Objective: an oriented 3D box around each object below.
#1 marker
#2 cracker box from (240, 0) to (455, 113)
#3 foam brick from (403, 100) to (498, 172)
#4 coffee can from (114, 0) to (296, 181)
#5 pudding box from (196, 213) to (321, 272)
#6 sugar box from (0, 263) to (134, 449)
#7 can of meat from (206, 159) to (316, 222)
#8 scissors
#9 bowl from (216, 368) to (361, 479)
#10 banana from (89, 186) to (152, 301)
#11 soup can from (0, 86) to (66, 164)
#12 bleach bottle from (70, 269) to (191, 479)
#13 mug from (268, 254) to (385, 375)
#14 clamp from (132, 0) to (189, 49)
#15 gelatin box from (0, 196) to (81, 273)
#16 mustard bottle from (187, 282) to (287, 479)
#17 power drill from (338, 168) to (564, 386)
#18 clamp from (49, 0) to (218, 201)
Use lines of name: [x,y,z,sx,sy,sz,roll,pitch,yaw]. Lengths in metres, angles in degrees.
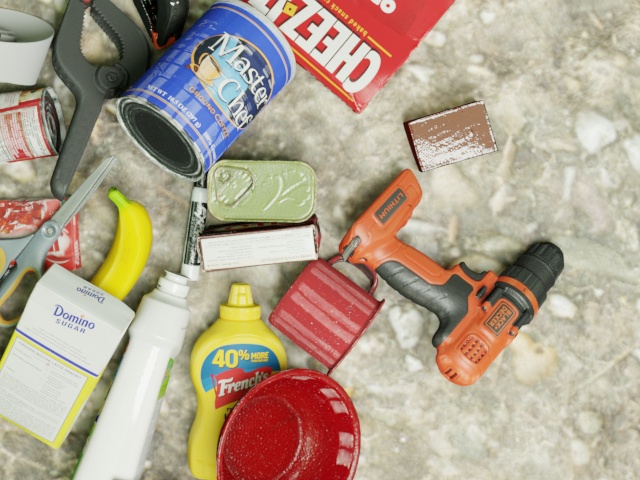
marker: [-0.123,-0.021,1.062,0.020,0.020,0.121,8,96,0]
cracker box: [0.044,-0.252,1.006,0.164,0.072,0.214,40,96,-3]
foam brick: [0.125,-0.100,1.030,0.078,0.053,0.051,-16,96,3]
coffee can: [-0.104,-0.139,0.979,0.103,0.103,0.140,41,66,-3]
pudding box: [-0.057,0.001,1.027,0.113,0.090,0.039,-8,97,2]
sugar box: [-0.256,0.114,1.035,0.093,0.048,0.176,32,119,-4]
can of meat: [-0.054,-0.050,1.024,0.102,0.084,0.057,1,96,1]
scissors: [-0.282,-0.012,1.036,0.096,0.016,0.202,26,97,-2]
bowl: [-0.041,0.197,1.018,0.161,0.055,0.162,-4,97,-34]
banana: [-0.212,0.032,1.047,0.069,0.037,0.198,18,116,-26]
soup can: [-0.305,-0.108,1.032,0.102,0.068,0.068,-9,96,3]
bleach bottle: [-0.181,0.151,1.052,0.068,0.102,0.251,19,90,-4]
mug: [0.010,0.061,1.040,0.081,0.093,0.117,37,65,2]
clamp: [-0.162,-0.268,1.000,0.039,0.120,0.171,-21,135,-28]
gelatin box: [-0.285,-0.006,1.062,0.089,0.030,0.073,-1,97,2]
mustard bottle: [-0.081,0.138,1.058,0.096,0.058,0.191,1,96,-12]
power drill: [0.126,0.020,1.020,0.188,0.057,0.184,41,60,6]
clamp: [-0.208,-0.143,1.017,0.164,0.036,0.210,-23,85,-23]
